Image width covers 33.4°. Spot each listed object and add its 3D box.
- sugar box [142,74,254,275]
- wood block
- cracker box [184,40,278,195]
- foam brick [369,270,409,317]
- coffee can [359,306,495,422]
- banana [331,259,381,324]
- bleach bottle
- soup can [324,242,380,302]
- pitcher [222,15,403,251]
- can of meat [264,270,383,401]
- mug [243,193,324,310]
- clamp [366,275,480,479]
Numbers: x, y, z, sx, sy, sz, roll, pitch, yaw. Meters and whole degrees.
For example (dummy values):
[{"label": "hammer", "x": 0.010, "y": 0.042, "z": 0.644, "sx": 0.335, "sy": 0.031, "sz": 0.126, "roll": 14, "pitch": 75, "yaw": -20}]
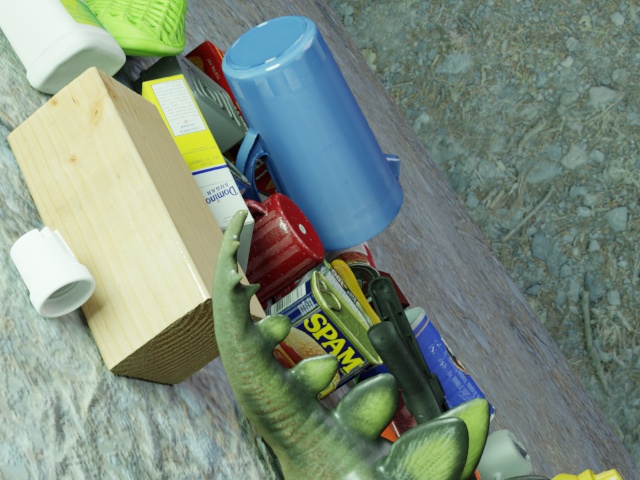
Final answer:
[{"label": "sugar box", "x": -0.114, "y": -0.052, "z": 0.953, "sx": 0.093, "sy": 0.048, "sz": 0.176, "roll": 104, "pitch": -33, "yaw": -53}, {"label": "wood block", "x": -0.135, "y": -0.010, "z": 0.771, "sx": 0.206, "sy": 0.090, "sz": 0.090, "roll": 60, "pitch": 14, "yaw": 24}, {"label": "cracker box", "x": -0.077, "y": -0.139, "z": 1.321, "sx": 0.164, "sy": 0.072, "sz": 0.213, "roll": 59, "pitch": 15, "yaw": 21}, {"label": "foam brick", "x": 0.071, "y": 0.074, "z": 1.350, "sx": 0.051, "sy": 0.053, "sz": 0.078, "roll": 59, "pitch": 15, "yaw": 15}, {"label": "coffee can", "x": 0.110, "y": 0.159, "z": 1.169, "sx": 0.140, "sy": 0.103, "sz": 0.102, "roll": 54, "pitch": 14, "yaw": -5}, {"label": "banana", "x": 0.063, "y": 0.098, "z": 1.248, "sx": 0.197, "sy": 0.070, "sz": 0.037, "roll": 46, "pitch": 45, "yaw": -18}, {"label": "bleach bottle", "x": -0.273, "y": -0.242, "z": 0.927, "sx": 0.251, "sy": 0.068, "sz": 0.102, "roll": 54, "pitch": 13, "yaw": 8}, {"label": "soup can", "x": 0.029, "y": 0.025, "z": 1.292, "sx": 0.068, "sy": 0.068, "sz": 0.102, "roll": 45, "pitch": 16, "yaw": -35}, {"label": "pitcher", "x": -0.018, "y": -0.109, "z": 1.150, "sx": 0.149, "sy": 0.145, "sz": 0.242, "roll": -76, "pitch": 147, "yaw": -47}, {"label": "can of meat", "x": -0.007, "y": 0.092, "z": 0.972, "sx": 0.102, "sy": 0.084, "sz": 0.057, "roll": 49, "pitch": 15, "yaw": -22}, {"label": "mug", "x": -0.057, "y": 0.001, "z": 1.026, "sx": 0.117, "sy": 0.081, "sz": 0.093, "roll": 45, "pitch": 17, "yaw": -36}, {"label": "clamp", "x": 0.093, "y": 0.135, "z": 0.999, "sx": 0.210, "sy": 0.036, "sz": 0.164, "roll": 62, "pitch": 10, "yaw": -17}]
